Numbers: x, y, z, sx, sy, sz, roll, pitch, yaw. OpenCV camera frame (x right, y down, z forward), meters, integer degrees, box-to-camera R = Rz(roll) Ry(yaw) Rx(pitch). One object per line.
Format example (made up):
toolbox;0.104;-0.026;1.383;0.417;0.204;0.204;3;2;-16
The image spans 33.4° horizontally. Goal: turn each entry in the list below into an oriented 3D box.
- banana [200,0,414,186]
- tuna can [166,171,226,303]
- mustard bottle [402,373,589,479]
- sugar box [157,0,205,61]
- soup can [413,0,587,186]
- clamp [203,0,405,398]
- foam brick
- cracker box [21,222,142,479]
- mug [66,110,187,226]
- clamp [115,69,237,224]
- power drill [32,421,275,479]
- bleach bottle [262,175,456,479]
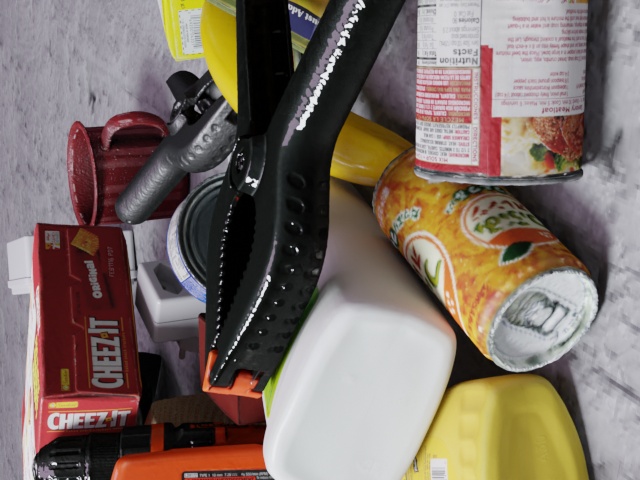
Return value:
banana;-0.018;-0.089;0.583;0.198;0.069;0.037;57;-179;31
tuna can;-0.054;0.001;0.683;0.034;0.086;0.086;149;112;-64
mustard bottle;0.051;0.120;0.523;0.192;0.058;0.096;-25;72;63
sugar box;-0.097;-0.209;0.725;0.176;0.048;0.093;-106;12;-45
soup can;0.071;-0.077;0.424;0.069;0.068;0.102;21;114;62
clamp;-0.014;-0.036;0.456;0.165;0.036;0.210;179;101;-66
foam brick;-0.041;0.077;0.673;0.078;0.052;0.051;-154;62;-62
cracker box;-0.180;0.119;0.790;0.164;0.072;0.214;-107;25;-43
mug;-0.159;-0.064;0.888;0.093;0.081;0.117;65;149;34
clamp;-0.085;-0.067;0.695;0.172;0.039;0.120;-3;68;65
power drill;-0.080;0.136;0.612;0.188;0.184;0.057;160;108;-82
bleach bottle;-0.004;0.022;0.563;0.251;0.068;0.103;-116;46;-65
